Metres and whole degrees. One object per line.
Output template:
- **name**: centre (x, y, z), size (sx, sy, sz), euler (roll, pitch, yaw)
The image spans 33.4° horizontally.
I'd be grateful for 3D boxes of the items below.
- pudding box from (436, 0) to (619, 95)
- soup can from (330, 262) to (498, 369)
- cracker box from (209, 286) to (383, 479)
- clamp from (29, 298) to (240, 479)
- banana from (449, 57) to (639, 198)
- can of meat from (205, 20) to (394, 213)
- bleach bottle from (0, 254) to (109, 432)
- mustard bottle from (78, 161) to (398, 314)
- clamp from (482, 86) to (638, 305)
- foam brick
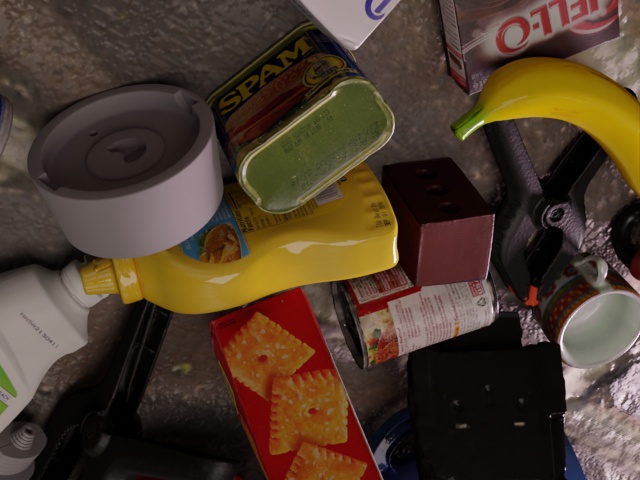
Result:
- **pudding box**: centre (0.130, -0.154, 0.669), size (0.113, 0.039, 0.090), euler (-21, 127, -5)
- **soup can**: centre (0.066, 0.043, 0.756), size (0.102, 0.068, 0.068), euler (-18, 126, -9)
- **cracker box**: centre (0.001, 0.161, 0.689), size (0.072, 0.214, 0.164), euler (-20, 154, -5)
- **clamp**: centre (-0.138, 0.118, 0.715), size (0.036, 0.164, 0.210), euler (19, 137, -42)
- **banana**: centre (0.171, -0.077, 0.696), size (0.197, 0.037, 0.070), euler (15, 121, -32)
- **can of meat**: centre (-0.014, -0.073, 0.642), size (0.102, 0.084, 0.057), euler (-37, 126, 6)
- **bleach bottle**: centre (-0.237, 0.100, 0.689), size (0.251, 0.068, 0.102), euler (-37, 130, 2)
- **mustard bottle**: centre (-0.054, 0.001, 0.667), size (0.191, 0.096, 0.058), euler (-14, 130, -12)
- **clamp**: centre (0.150, -0.031, 0.756), size (0.120, 0.039, 0.171), euler (3, 116, -21)
- **foam brick**: centre (0.076, -0.013, 0.717), size (0.053, 0.078, 0.051), euler (-7, 125, -15)
